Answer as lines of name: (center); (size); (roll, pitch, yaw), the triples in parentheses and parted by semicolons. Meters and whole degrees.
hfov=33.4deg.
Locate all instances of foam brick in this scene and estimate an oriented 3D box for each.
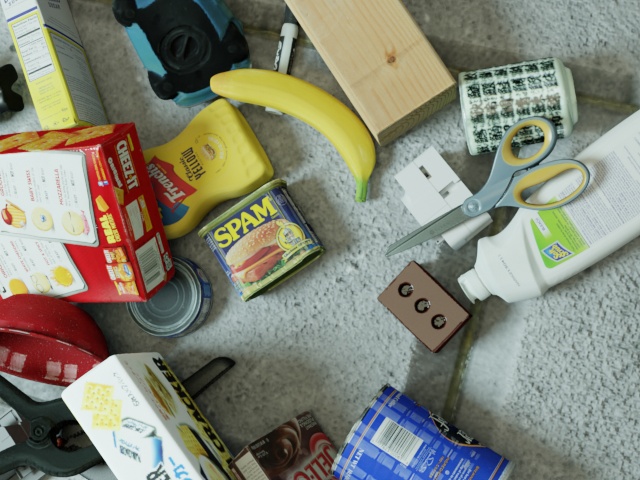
foam brick: (0.101, 0.064, 1.029); (0.078, 0.051, 0.053); (44, 95, 13)

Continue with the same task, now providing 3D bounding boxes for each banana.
banana: (-0.015, -0.123, 1.066); (0.198, 0.037, 0.069); (37, 74, 2)

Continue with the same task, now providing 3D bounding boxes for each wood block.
wood block: (0.038, -0.205, 1.038); (0.091, 0.090, 0.206); (-33, 84, 4)

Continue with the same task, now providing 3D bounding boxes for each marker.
marker: (-0.036, -0.191, 1.101); (0.020, 0.020, 0.121); (10, 87, 14)

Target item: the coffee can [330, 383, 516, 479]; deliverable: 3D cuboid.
coffee can: (0.095, 0.213, 0.991); (0.140, 0.102, 0.103); (31, 92, 14)

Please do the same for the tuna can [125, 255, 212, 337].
tuna can: (-0.156, 0.058, 1.099); (0.086, 0.033, 0.086); (-1, 85, 13)

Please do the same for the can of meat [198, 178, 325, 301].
can of meat: (-0.057, 0.001, 1.070); (0.102, 0.057, 0.084); (-34, 81, 9)

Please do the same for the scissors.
scissors: (0.144, -0.052, 0.987); (0.202, 0.016, 0.096); (-13, 93, 16)

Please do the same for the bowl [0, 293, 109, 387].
bowl: (-0.279, 0.096, 1.074); (0.162, 0.162, 0.055); (4, 64, 13)

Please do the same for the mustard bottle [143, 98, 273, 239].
mustard bottle: (-0.150, -0.056, 1.096); (0.192, 0.058, 0.096); (-33, 77, 9)

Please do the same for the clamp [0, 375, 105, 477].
clamp: (-0.284, 0.202, 1.060); (0.171, 0.039, 0.120); (13, 77, 8)

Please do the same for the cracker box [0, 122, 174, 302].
cracker box: (-0.264, -0.024, 1.060); (0.214, 0.072, 0.164); (-2, 114, 26)

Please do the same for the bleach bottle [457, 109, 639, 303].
bleach bottle: (0.237, -0.027, 1.002); (0.251, 0.068, 0.102); (-34, 78, 10)

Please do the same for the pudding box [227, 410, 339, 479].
pudding box: (-0.024, 0.222, 1.013); (0.039, 0.113, 0.090); (-45, 76, 32)

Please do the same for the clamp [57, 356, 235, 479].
clamp: (-0.178, 0.214, 1.089); (0.210, 0.036, 0.164); (-10, 82, 8)

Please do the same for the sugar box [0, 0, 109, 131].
sugar box: (-0.278, -0.184, 1.119); (0.048, 0.093, 0.176); (-24, 79, 10)
